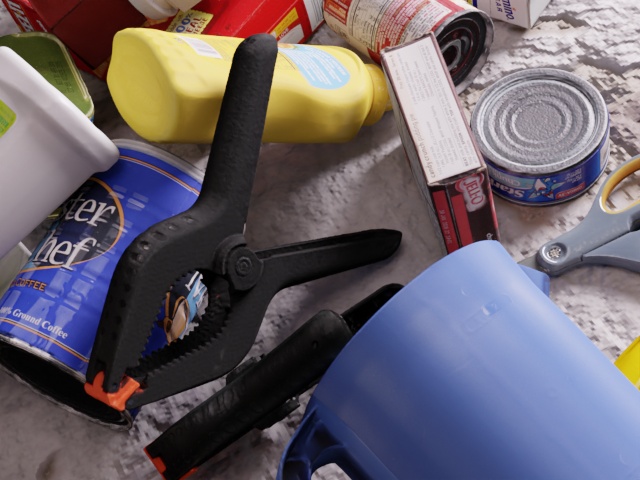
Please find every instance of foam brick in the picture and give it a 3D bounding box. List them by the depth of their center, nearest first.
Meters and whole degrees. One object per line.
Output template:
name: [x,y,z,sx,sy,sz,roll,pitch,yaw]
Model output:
foam brick: [-0.163,-0.165,0.713,0.051,0.053,0.078,-40,60,3]

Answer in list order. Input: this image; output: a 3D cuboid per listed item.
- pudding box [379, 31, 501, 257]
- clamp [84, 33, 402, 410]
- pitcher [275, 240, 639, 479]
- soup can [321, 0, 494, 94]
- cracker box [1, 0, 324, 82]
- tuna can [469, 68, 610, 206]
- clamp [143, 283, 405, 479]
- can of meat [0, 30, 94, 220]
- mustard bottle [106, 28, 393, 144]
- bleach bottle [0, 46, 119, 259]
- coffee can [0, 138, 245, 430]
pudding box: [0.073,-0.053,0.638,0.039,0.090,0.113,-19,54,2]
clamp: [-0.054,0.001,0.582,0.209,0.164,0.036,-43,30,-25]
pitcher: [0.106,0.130,0.473,0.243,0.144,0.149,46,104,23]
soup can: [0.057,-0.146,0.718,0.068,0.068,0.102,-39,56,-12]
cracker box: [-0.110,-0.188,0.786,0.214,0.072,0.164,29,70,29]
tuna can: [0.136,-0.066,0.664,0.086,0.033,0.086,-7,56,10]
clamp: [-0.022,0.077,0.580,0.172,0.120,0.039,-36,76,29]
can of meat: [-0.191,-0.079,0.719,0.057,0.084,0.102,-10,50,-27]
mustard bottle: [-0.028,-0.094,0.666,0.191,0.058,0.096,-3,29,-35]
bleach bottle: [-0.234,0.008,0.601,0.251,0.068,0.103,-47,48,-5]
coffee can: [-0.121,0.026,0.630,0.103,0.103,0.140,17,63,24]
